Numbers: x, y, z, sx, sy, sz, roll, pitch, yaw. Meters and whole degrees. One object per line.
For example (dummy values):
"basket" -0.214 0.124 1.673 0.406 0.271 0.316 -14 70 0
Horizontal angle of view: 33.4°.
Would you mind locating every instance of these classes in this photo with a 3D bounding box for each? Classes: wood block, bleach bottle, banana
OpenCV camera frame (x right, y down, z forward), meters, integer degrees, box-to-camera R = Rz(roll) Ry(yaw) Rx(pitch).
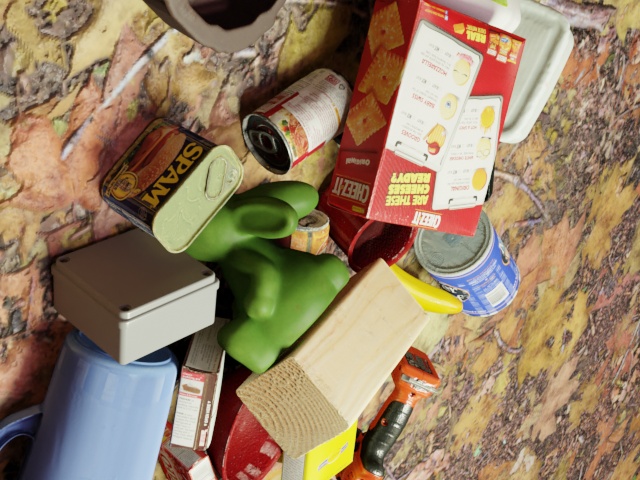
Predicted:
"wood block" 0.018 0.115 1.081 0.091 0.090 0.205 -37 -176 37
"bleach bottle" 0.107 -0.271 1.081 0.068 0.102 0.250 -26 161 35
"banana" 0.100 0.047 1.309 0.197 0.070 0.037 41 52 -42

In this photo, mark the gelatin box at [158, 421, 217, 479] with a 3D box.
"gelatin box" -0.144 0.246 1.149 0.030 0.073 0.089 -38 140 -25

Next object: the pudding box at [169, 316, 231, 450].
"pudding box" -0.115 0.135 1.030 0.113 0.039 0.090 -90 -171 -67

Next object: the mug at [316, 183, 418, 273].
"mug" 0.057 -0.022 1.185 0.117 0.082 0.093 5 123 -43

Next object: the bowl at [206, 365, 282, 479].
"bowl" -0.081 0.192 1.167 0.161 0.055 0.162 -47 149 -41

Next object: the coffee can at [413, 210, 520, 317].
"coffee can" 0.192 0.026 1.383 0.103 0.103 0.140 -55 144 -8

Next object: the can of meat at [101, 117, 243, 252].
"can of meat" -0.133 -0.052 0.945 0.102 0.084 0.057 -51 143 -13

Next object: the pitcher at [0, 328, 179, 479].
"pitcher" -0.224 0.205 0.990 0.149 0.145 0.243 -3 113 -63

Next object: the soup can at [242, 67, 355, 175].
"soup can" -0.018 -0.119 1.054 0.102 0.069 0.068 -38 139 -29

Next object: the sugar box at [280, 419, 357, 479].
"sugar box" 0.004 0.198 1.214 0.093 0.048 0.176 -30 138 -43

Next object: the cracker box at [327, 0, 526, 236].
"cracker box" 0.106 -0.122 1.072 0.163 0.072 0.214 8 99 -42

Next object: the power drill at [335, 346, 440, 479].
"power drill" 0.076 0.223 1.334 0.057 0.184 0.188 23 101 -12
